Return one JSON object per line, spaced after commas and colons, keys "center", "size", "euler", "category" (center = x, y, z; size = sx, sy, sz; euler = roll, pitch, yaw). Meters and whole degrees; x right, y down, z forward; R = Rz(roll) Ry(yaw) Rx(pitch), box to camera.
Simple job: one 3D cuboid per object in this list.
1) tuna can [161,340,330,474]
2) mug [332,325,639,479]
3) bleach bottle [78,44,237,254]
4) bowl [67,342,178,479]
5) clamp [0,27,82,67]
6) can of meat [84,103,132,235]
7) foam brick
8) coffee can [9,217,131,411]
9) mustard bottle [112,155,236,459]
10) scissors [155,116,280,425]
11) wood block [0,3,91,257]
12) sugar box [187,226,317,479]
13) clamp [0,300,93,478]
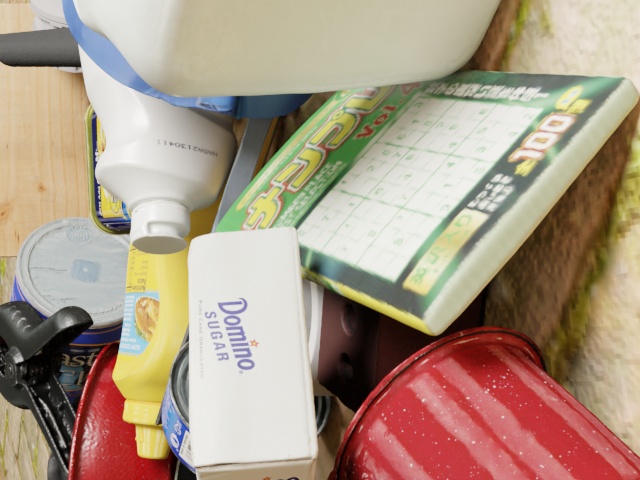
{"center": [-0.040, 0.088, 0.562], "size": [0.034, 0.086, 0.086], "euler": [110, 145, -41], "category": "tuna can"}
{"center": [0.053, 0.091, 0.349], "size": [0.082, 0.117, 0.093], "euler": [45, 136, 47], "category": "mug"}
{"center": [-0.096, -0.115, 0.596], "size": [0.068, 0.102, 0.251], "euler": [142, 131, -57], "category": "bleach bottle"}
{"center": [-0.118, 0.150, 0.714], "size": [0.162, 0.055, 0.162], "euler": [2, -90, -85], "category": "bowl"}
{"center": [-0.131, -0.132, 0.702], "size": [0.164, 0.036, 0.210], "euler": [-42, 55, 9], "category": "clamp"}
{"center": [-0.124, -0.055, 0.747], "size": [0.084, 0.057, 0.102], "euler": [-1, 92, 62], "category": "can of meat"}
{"center": [0.033, 0.031, 0.447], "size": [0.053, 0.051, 0.078], "euler": [29, 119, 60], "category": "foam brick"}
{"center": [-0.200, 0.064, 0.860], "size": [0.140, 0.102, 0.103], "euler": [-62, 40, 46], "category": "coffee can"}
{"center": [-0.092, 0.036, 0.655], "size": [0.096, 0.058, 0.191], "euler": [-7, 76, 64], "category": "mustard bottle"}
{"center": [-0.054, 0.001, 0.593], "size": [0.096, 0.016, 0.202], "euler": [-74, 4, -61], "category": "scissors"}
{"center": [-0.237, -0.092, 0.911], "size": [0.091, 0.090, 0.206], "euler": [-163, 71, -79], "category": "wood block"}
{"center": [-0.026, 0.083, 0.423], "size": [0.176, 0.048, 0.093], "euler": [87, 177, -54], "category": "sugar box"}
{"center": [-0.199, 0.098, 0.751], "size": [0.172, 0.039, 0.120], "euler": [6, 97, 55], "category": "clamp"}
